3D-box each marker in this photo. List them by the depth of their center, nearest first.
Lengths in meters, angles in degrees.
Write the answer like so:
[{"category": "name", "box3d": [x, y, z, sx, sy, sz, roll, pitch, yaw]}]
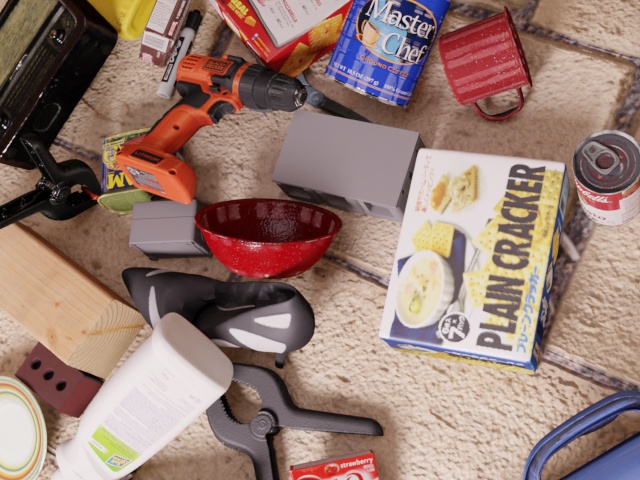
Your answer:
[{"category": "marker", "box3d": [-0.175, -0.235, 1.336, 0.020, 0.020, 0.121, 15, 77, 22]}]

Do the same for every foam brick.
[{"category": "foam brick", "box3d": [-0.300, 0.159, 1.227, 0.078, 0.051, 0.053, 32, 84, 25]}]

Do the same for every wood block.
[{"category": "wood block", "box3d": [-0.315, 0.061, 1.244, 0.206, 0.090, 0.090, 33, 84, 25]}]

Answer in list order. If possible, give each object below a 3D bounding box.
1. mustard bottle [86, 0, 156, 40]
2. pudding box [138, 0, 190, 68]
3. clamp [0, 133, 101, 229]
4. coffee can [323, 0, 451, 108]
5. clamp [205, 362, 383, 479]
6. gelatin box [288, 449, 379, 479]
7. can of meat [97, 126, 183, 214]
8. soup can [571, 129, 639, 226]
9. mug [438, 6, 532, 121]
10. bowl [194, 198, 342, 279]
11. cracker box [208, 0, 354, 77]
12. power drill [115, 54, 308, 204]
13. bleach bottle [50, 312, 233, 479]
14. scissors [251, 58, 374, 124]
[{"category": "mustard bottle", "box3d": [-0.293, -0.335, 1.388, 0.192, 0.058, 0.096, 28, 82, 24]}, {"category": "pudding box", "box3d": [-0.187, -0.271, 1.303, 0.039, 0.114, 0.090, 22, 78, -11]}, {"category": "clamp", "box3d": [-0.310, -0.070, 1.239, 0.039, 0.171, 0.120, 39, 113, 19]}, {"category": "coffee can", "box3d": [0.076, -0.230, 1.182, 0.103, 0.102, 0.140, 28, 104, 24]}, {"category": "clamp", "box3d": [-0.046, 0.194, 1.139, 0.164, 0.036, 0.210, -42, 69, -1]}, {"category": "gelatin box", "box3d": [0.017, 0.257, 1.079, 0.089, 0.030, 0.073, -11, 88, -1]}, {"category": "can of meat", "box3d": [-0.213, -0.085, 1.279, 0.102, 0.057, 0.084, -9, 67, 15]}, {"category": "soup can", "box3d": [0.292, -0.061, 1.078, 0.069, 0.102, 0.068, -6, 71, 16]}, {"category": "mug", "box3d": [0.183, -0.188, 1.172, 0.082, 0.093, 0.117, -18, 101, 17]}, {"category": "bowl", "box3d": [-0.058, 0.001, 1.166, 0.162, 0.161, 0.055, 10, 109, 21]}, {"category": "cracker box", "box3d": [-0.015, -0.310, 1.272, 0.213, 0.072, 0.164, -37, 66, -3]}, {"category": "power drill", "box3d": [-0.126, -0.129, 1.201, 0.185, 0.057, 0.187, 17, 59, 36]}, {"category": "bleach bottle", "box3d": [-0.210, 0.190, 1.145, 0.102, 0.068, 0.251, 43, 113, -13]}, {"category": "scissors", "box3d": [-0.022, -0.158, 1.261, 0.096, 0.016, 0.202, -42, 64, 1]}]
